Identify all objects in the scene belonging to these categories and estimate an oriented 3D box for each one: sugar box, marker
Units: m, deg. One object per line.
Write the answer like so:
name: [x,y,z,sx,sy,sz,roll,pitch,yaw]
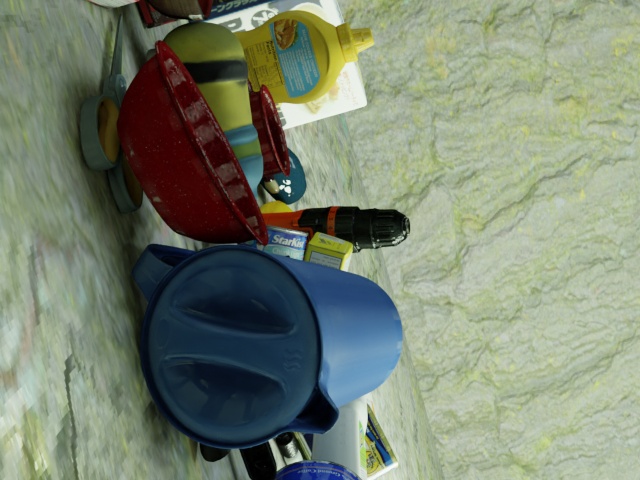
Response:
sugar box: [-0.011,0.085,1.076,0.093,0.048,0.176,-50,157,-81]
marker: [-0.021,0.238,1.091,0.020,0.020,0.121,-94,167,-53]

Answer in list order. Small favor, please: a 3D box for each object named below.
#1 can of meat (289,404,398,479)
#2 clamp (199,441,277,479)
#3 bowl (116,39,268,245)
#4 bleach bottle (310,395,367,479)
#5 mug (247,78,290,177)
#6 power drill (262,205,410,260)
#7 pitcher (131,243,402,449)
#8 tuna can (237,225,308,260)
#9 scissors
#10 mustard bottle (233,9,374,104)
can of meat: [0.022,0.211,1.112,0.102,0.084,0.057,63,-9,-4]
clamp: [-0.078,0.109,0.852,0.120,0.039,0.171,56,17,-72]
bowl: [-0.097,-0.057,0.751,0.162,0.055,0.162,62,4,-7]
bleach bottle: [0.017,0.222,0.999,0.102,0.068,0.251,78,13,-70]
mug: [-0.084,-0.109,1.044,0.093,0.081,0.117,-70,144,-77]
power drill: [0.015,0.053,1.160,0.057,0.185,0.188,-40,126,-64]
pitcher: [-0.028,0.068,0.805,0.242,0.145,0.149,9,71,-70]
tuna can: [-0.057,0.001,1.015,0.086,0.086,0.034,13,88,-81]
scissors: [-0.148,-0.094,0.800,0.201,0.016,0.096,-92,167,-60]
mustard bottle: [-0.038,-0.187,1.110,0.058,0.192,0.096,-60,135,-79]
